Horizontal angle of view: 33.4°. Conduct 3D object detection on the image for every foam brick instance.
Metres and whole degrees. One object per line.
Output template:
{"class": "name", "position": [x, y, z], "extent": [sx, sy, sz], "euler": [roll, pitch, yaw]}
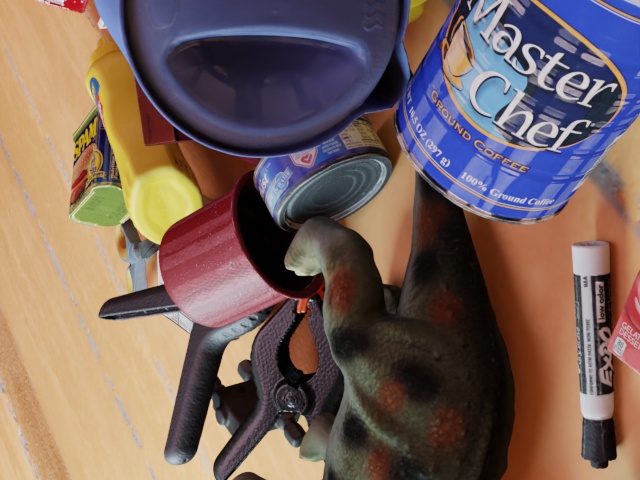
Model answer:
{"class": "foam brick", "position": [-0.094, -0.107, 0.741], "extent": [0.053, 0.051, 0.078], "euler": [1, 100, 57]}

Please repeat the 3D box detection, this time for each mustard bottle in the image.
{"class": "mustard bottle", "position": [-0.149, -0.096, 0.862], "extent": [0.096, 0.058, 0.192], "euler": [78, 169, -57]}

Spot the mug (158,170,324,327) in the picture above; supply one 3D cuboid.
{"class": "mug", "position": [-0.055, 0.001, 0.738], "extent": [0.082, 0.093, 0.117], "euler": [-26, 39, 33]}

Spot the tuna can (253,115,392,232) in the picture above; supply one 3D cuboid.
{"class": "tuna can", "position": [0.003, -0.042, 0.684], "extent": [0.034, 0.085, 0.086], "euler": [62, 143, 23]}

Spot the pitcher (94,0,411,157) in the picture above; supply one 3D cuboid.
{"class": "pitcher", "position": [-0.065, -0.138, 0.566], "extent": [0.243, 0.145, 0.149], "euler": [-138, 30, -65]}

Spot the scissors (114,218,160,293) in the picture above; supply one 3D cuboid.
{"class": "scissors", "position": [-0.162, 0.028, 0.975], "extent": [0.202, 0.016, 0.096], "euler": [-152, 53, -67]}

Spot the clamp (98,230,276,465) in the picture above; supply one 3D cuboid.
{"class": "clamp", "position": [-0.085, 0.059, 0.819], "extent": [0.210, 0.036, 0.165], "euler": [-43, 57, 26]}

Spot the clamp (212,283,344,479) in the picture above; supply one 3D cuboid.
{"class": "clamp", "position": [-0.025, 0.115, 0.773], "extent": [0.120, 0.039, 0.171], "euler": [0, 97, 13]}

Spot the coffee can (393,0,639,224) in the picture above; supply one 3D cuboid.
{"class": "coffee can", "position": [0.109, -0.090, 0.495], "extent": [0.103, 0.102, 0.140], "euler": [61, 143, 26]}

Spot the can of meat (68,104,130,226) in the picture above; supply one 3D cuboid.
{"class": "can of meat", "position": [-0.192, -0.067, 0.975], "extent": [0.102, 0.057, 0.084], "euler": [-33, 52, 55]}
